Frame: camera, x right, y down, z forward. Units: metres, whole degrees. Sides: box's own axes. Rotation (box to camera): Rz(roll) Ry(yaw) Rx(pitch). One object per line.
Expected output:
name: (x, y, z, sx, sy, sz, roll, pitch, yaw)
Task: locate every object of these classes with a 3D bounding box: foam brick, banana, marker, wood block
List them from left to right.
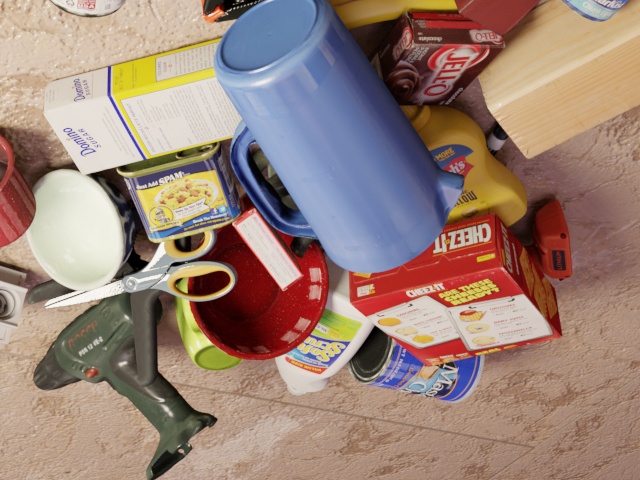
banana: (0.043, -0.198, 0.922, 0.198, 0.037, 0.069, -14, 164, 9)
marker: (0.170, -0.088, 1.105, 0.020, 0.020, 0.121, 8, 140, -22)
foam brick: (0.140, -0.218, 0.879, 0.052, 0.078, 0.051, 20, 132, -34)
wood block: (0.251, -0.171, 0.955, 0.206, 0.090, 0.090, -26, 139, 21)

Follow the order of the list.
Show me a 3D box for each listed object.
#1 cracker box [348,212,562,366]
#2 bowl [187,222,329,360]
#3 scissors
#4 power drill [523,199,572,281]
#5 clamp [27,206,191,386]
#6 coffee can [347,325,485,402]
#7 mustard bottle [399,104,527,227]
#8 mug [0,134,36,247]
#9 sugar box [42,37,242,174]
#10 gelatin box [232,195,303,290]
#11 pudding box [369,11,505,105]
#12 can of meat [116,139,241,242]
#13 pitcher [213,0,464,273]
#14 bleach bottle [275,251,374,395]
cracker box: (0.147, 0.058, 1.136, 0.164, 0.072, 0.213, -15, 150, 23)
bowl: (-0.074, 0.046, 1.153, 0.161, 0.162, 0.055, 10, 177, -24)
scissors: (-0.185, 0.024, 1.084, 0.202, 0.016, 0.096, 0, 103, 4)
power drill: (0.185, 0.011, 1.209, 0.188, 0.057, 0.184, -13, 147, 9)
clamp: (-0.207, 0.031, 1.119, 0.164, 0.036, 0.210, 29, 107, 4)
coffee can: (0.118, 0.139, 1.323, 0.140, 0.103, 0.103, 16, 136, -29)
mustard bottle: (0.123, -0.079, 1.060, 0.096, 0.058, 0.191, -19, 132, 29)
mug: (-0.328, -0.047, 1.002, 0.117, 0.093, 0.081, 16, 152, 17)
sugar box: (-0.151, -0.121, 0.970, 0.176, 0.048, 0.093, -11, 143, 8)
gelatin box: (-0.057, 0.001, 1.086, 0.030, 0.073, 0.089, -36, 106, 1)
pudding box: (0.097, -0.159, 0.947, 0.089, 0.039, 0.114, -3, 162, -21)
can of meat: (-0.133, -0.053, 1.031, 0.102, 0.057, 0.084, -14, 122, 5)
pitcher: (0.002, -0.089, 0.918, 0.149, 0.145, 0.242, -44, 132, -8)
bleach bottle: (0.006, 0.118, 1.289, 0.102, 0.068, 0.251, 25, 141, 3)
